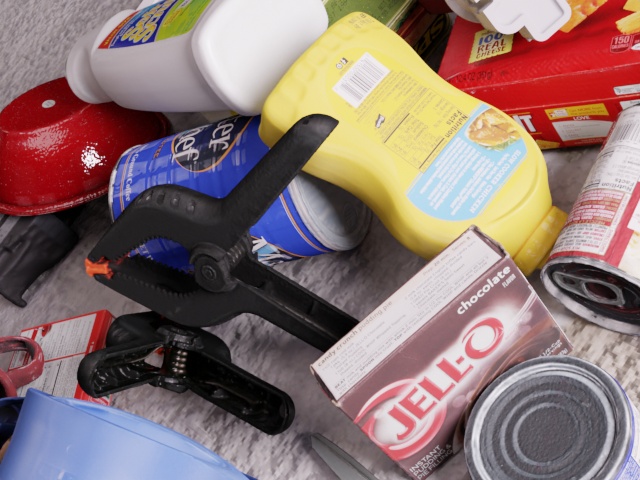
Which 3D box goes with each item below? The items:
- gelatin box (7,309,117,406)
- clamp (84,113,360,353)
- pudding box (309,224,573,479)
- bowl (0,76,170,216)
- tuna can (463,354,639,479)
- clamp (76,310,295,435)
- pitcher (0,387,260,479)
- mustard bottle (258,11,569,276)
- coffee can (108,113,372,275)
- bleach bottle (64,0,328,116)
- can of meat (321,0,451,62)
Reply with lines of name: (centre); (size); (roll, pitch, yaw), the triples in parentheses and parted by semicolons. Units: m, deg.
gelatin box: (-0.181, 0.093, 0.747); (0.089, 0.030, 0.073); (-15, 49, 30)
clamp: (-0.054, 0.001, 0.615); (0.210, 0.164, 0.036); (6, 33, 29)
pudding box: (0.063, 0.060, 0.545); (0.113, 0.090, 0.039); (-43, 41, -1)
bowl: (-0.205, -0.088, 0.856); (0.162, 0.055, 0.162); (-13, 34, 9)
tuna can: (0.114, 0.099, 0.517); (0.086, 0.033, 0.086); (-20, 46, 23)
clamp: (-0.078, 0.075, 0.641); (0.171, 0.120, 0.039); (-122, 54, -80)
pitcher: (-0.141, 0.202, 0.538); (0.149, 0.145, 0.243); (-7, 58, 67)
mustard bottle: (0.066, -0.041, 0.594); (0.192, 0.058, 0.096); (37, 63, 9)
coffee can: (-0.051, -0.030, 0.696); (0.141, 0.102, 0.102); (-14, 49, 28)
bleach bottle: (-0.110, -0.126, 0.732); (0.251, 0.068, 0.102); (1, 46, 49)
can of meat: (0.042, -0.149, 0.725); (0.057, 0.084, 0.102); (36, 80, 18)
